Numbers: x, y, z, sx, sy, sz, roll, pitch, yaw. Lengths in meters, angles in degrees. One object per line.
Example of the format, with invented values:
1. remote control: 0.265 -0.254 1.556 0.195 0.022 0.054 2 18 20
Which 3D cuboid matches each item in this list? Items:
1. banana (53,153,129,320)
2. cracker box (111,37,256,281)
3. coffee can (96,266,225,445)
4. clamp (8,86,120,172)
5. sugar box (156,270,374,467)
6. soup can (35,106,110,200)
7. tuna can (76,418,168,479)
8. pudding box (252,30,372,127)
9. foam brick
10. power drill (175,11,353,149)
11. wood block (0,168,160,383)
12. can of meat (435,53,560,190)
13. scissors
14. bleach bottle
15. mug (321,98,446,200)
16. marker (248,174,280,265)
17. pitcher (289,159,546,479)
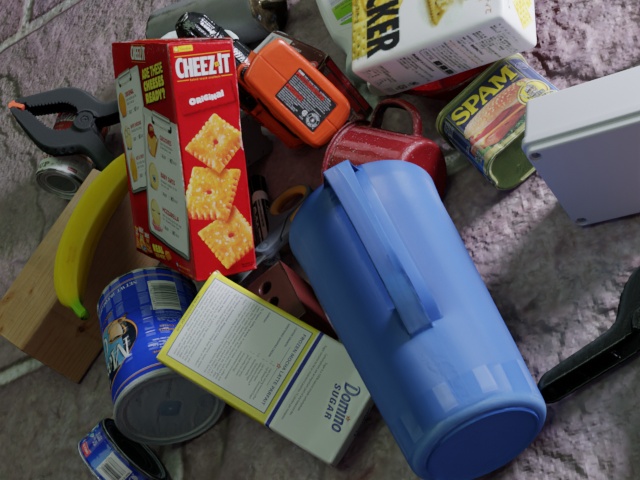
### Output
1. banana: -0.230 -0.009 1.091 0.070 0.037 0.197 6 67 23
2. cracker box: -0.130 -0.083 1.012 0.164 0.072 0.214 19 117 60
3. coffee can: -0.154 0.108 1.017 0.103 0.102 0.140 -36 43 13
4. clamp: -0.279 -0.128 1.288 0.210 0.036 0.164 8 63 6
5. sugar box: -0.040 0.108 0.905 0.176 0.048 0.093 30 79 13
6. soup can: -0.311 -0.110 1.339 0.069 0.068 0.102 -10 55 35
7. tuna can: -0.181 0.204 0.981 0.034 0.086 0.086 -46 42 0
8. pudding box: -0.009 -0.167 1.111 0.039 0.090 0.114 -48 40 -4
9. foam brick: -0.030 0.069 0.981 0.053 0.051 0.078 -40 42 9
10. power drill: -0.055 -0.156 1.037 0.057 0.184 0.188 -51 19 -2
11. wood block: -0.256 0.037 1.166 0.090 0.090 0.206 22 75 46
12. can of meat: 0.166 -0.104 0.943 0.102 0.057 0.084 -42 44 6
13. scissors: -0.057 0.001 1.041 0.201 0.016 0.096 -38 29 -16
14. bleach bottle: 0.041 -0.248 1.153 0.103 0.068 0.251 -28 48 22
15. mug: 0.063 -0.071 0.973 0.082 0.093 0.117 17 97 41
16. marker: -0.059 -0.024 1.099 0.020 0.020 0.121 -31 45 18
17. pitcher: 0.071 0.056 0.826 0.145 0.149 0.243 -59 41 35
